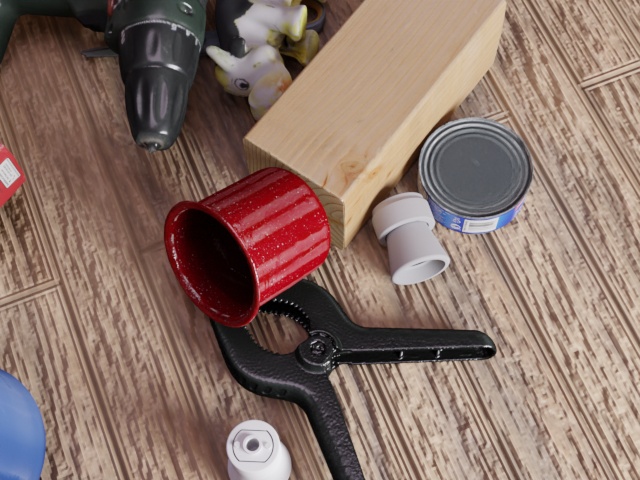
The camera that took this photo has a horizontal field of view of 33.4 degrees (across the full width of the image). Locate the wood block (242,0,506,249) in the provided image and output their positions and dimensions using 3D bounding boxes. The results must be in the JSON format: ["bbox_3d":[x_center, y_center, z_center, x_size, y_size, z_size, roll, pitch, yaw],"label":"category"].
[{"bbox_3d":[0.043,-0.108,0.808,0.091,0.090,0.206,34,72,15],"label":"wood block"}]

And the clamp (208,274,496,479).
[{"bbox_3d":[-0.002,0.093,0.746,0.210,0.036,0.164,25,61,14],"label":"clamp"}]

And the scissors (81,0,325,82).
[{"bbox_3d":[-0.086,-0.146,0.868,0.201,0.016,0.096,-19,67,-6],"label":"scissors"}]

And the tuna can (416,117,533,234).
[{"bbox_3d":[0.116,-0.048,0.810,0.086,0.034,0.086,-1,66,1],"label":"tuna can"}]

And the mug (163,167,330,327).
[{"bbox_3d":[-0.055,0.001,0.743,0.081,0.117,0.093,-32,106,-38],"label":"mug"}]
